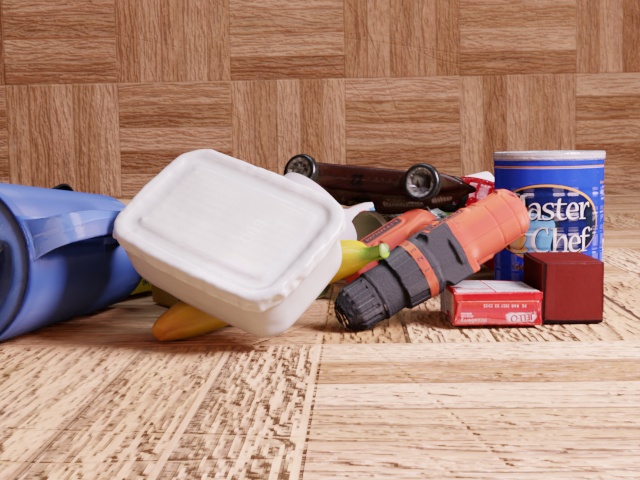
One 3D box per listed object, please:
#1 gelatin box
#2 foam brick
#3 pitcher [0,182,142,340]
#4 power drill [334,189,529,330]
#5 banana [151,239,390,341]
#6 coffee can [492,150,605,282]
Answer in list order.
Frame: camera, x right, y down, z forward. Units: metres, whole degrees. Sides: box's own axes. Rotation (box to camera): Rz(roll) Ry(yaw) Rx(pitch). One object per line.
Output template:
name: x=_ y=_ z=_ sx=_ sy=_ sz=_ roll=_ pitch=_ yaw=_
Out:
gelatin box: x=0.143 y=0.053 z=0.903 sx=0.073 sy=0.030 sz=0.089 roll=0 pitch=5 yaw=-1
foam brick: x=0.206 y=0.040 z=0.911 sx=0.051 sy=0.053 sz=0.078 roll=-1 pitch=6 yaw=-1
pitcher: x=-0.234 y=0.011 z=0.904 sx=0.149 sy=0.145 sz=0.242 roll=27 pitch=10 yaw=14
power drill: x=0.076 y=0.020 z=0.946 sx=0.184 sy=0.057 sz=0.188 roll=-29 pitch=7 yaw=-12
banana: x=-0.043 y=0.036 z=0.865 sx=0.197 sy=0.037 sz=0.070 roll=-22 pitch=-6 yaw=-7
coffee can: x=0.213 y=-0.013 z=0.998 sx=0.103 sy=0.140 sz=0.103 roll=-1 pitch=5 yaw=0
